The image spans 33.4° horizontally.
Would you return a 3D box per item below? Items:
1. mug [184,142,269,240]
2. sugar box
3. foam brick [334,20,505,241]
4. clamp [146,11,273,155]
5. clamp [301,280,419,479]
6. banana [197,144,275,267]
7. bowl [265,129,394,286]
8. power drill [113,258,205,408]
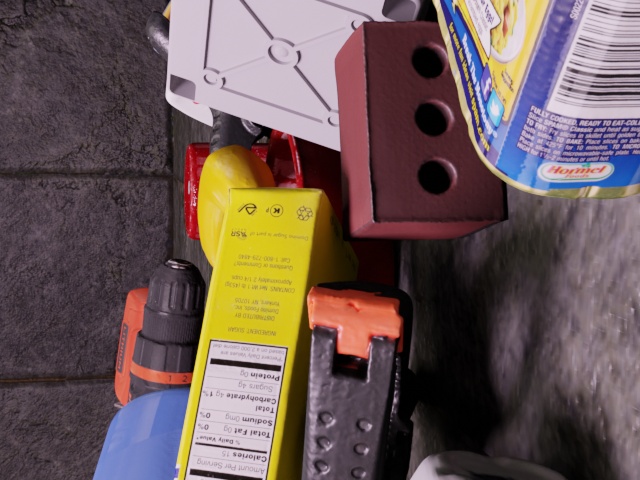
[{"bbox_3d":[-0.069,-0.033,0.885,0.117,0.081,0.093,-103,16,-49],"label":"mug"},{"bbox_3d":[-0.021,0.076,0.423,0.093,0.048,0.176,58,-144,-68],"label":"sugar box"},{"bbox_3d":[0.037,-0.041,0.413,0.051,0.053,0.078,140,128,-76],"label":"foam brick"},{"bbox_3d":[-0.049,-0.085,0.702,0.039,0.120,0.171,113,151,-79],"label":"clamp"},{"bbox_3d":[0.017,0.072,0.399,0.210,0.036,0.164,87,-167,-48],"label":"clamp"},{"bbox_3d":[-0.053,-0.018,0.624,0.198,0.037,0.069,165,107,-80],"label":"banana"},{"bbox_3d":[0.003,0.015,0.581,0.162,0.055,0.162,179,90,-79],"label":"bowl"},{"bbox_3d":[-0.125,0.091,0.822,0.188,0.057,0.184,-135,54,-76],"label":"power drill"}]
